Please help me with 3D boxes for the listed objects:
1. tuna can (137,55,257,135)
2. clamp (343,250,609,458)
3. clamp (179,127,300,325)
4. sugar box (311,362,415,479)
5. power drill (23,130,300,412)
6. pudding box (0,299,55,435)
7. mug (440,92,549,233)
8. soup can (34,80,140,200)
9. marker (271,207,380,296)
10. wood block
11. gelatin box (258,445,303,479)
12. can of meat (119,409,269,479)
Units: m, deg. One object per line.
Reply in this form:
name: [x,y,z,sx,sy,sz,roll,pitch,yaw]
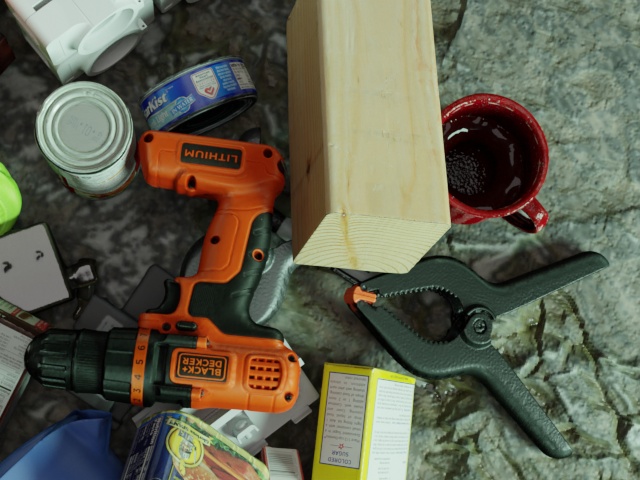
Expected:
tuna can: [-0.091,-0.104,0.799,0.086,0.086,0.034,-24,88,-9]
clamp: [0.119,0.077,0.816,0.209,0.036,0.164,8,82,-13]
clamp: [-0.055,0.001,0.793,0.120,0.039,0.171,43,74,7]
sugar box: [0.027,0.180,0.769,0.048,0.093,0.176,5,81,26]
power drill: [-0.100,0.022,0.735,0.184,0.057,0.187,7,76,-5]
pudding box: [-0.253,0.091,0.749,0.090,0.039,0.113,28,101,-6]
mug: [0.126,-0.049,0.817,0.117,0.081,0.093,41,80,0]
soup can: [-0.168,-0.071,0.778,0.068,0.102,0.068,1,82,-6]
marker: [-0.003,0.005,0.827,0.121,0.020,0.020,32,80,-1]
wood block: [0.030,-0.090,0.775,0.090,0.091,0.206,5,65,-16]
gelatin box: [-0.033,0.202,0.750,0.030,0.089,0.073,10,120,-16]
can of meat: [-0.084,0.170,0.689,0.102,0.058,0.084,41,35,-23]
